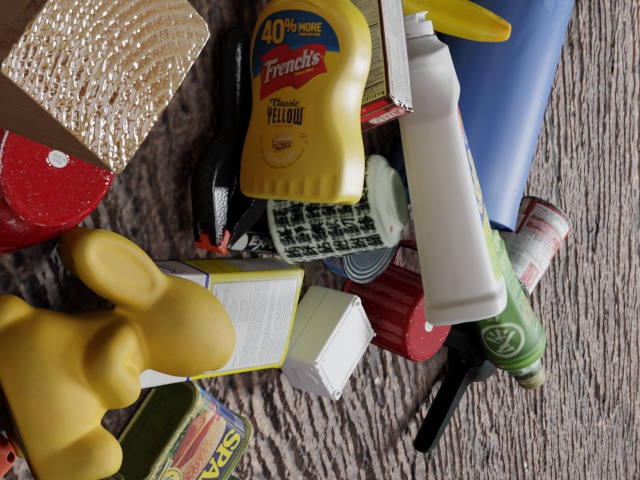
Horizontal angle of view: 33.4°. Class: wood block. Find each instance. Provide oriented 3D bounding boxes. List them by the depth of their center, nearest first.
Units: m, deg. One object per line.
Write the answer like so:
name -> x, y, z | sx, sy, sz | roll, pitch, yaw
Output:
wood block -> -0.171, -0.117, 0.553 | 0.090, 0.206, 0.090 | -59, 142, -12

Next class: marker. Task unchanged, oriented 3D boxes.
marker -> -0.056, 0.001, 0.904 | 0.120, 0.020, 0.020 | 8, 100, -52

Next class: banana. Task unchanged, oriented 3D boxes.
banana -> 0.069, -0.207, 0.897 | 0.197, 0.070, 0.037 | 17, 100, -31

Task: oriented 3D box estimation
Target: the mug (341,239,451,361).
mug -> 0.080, 0.057, 1.046 | 0.093, 0.082, 0.117 | 5, 103, -52

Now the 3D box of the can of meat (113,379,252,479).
can of meat -> -0.116, 0.170, 0.882 | 0.102, 0.058, 0.083 | -57, 139, -14

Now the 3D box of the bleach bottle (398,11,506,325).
bleach bottle -> 0.099, -0.063, 0.885 | 0.102, 0.068, 0.251 | -35, 114, -76

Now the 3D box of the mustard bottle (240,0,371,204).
mustard bottle -> -0.009, -0.124, 0.789 | 0.058, 0.096, 0.191 | 1, 95, -53

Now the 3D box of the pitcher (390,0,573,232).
pitcher -> 0.159, -0.134, 1.021 | 0.145, 0.149, 0.243 | 19, 89, -10

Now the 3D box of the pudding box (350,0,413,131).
pudding box -> 0.023, -0.140, 0.841 | 0.039, 0.090, 0.113 | 22, 57, -50

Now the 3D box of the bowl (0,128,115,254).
bowl -> -0.183, -0.061, 0.690 | 0.161, 0.055, 0.162 | -25, 125, -42

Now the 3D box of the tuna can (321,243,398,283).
tuna can -> 0.037, -0.005, 1.003 | 0.085, 0.034, 0.086 | -25, 125, -42

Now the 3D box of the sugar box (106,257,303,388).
sugar box -> -0.094, 0.063, 0.867 | 0.175, 0.048, 0.093 | 1, 106, -47

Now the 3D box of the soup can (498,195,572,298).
soup can -> 0.234, 0.009, 1.222 | 0.102, 0.069, 0.068 | -55, 141, -17

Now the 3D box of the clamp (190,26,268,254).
clamp -> -0.064, -0.077, 0.837 | 0.120, 0.039, 0.171 | 39, 66, -44

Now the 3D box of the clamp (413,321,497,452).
clamp -> 0.163, 0.122, 1.216 | 0.209, 0.036, 0.164 | -35, 126, -39
